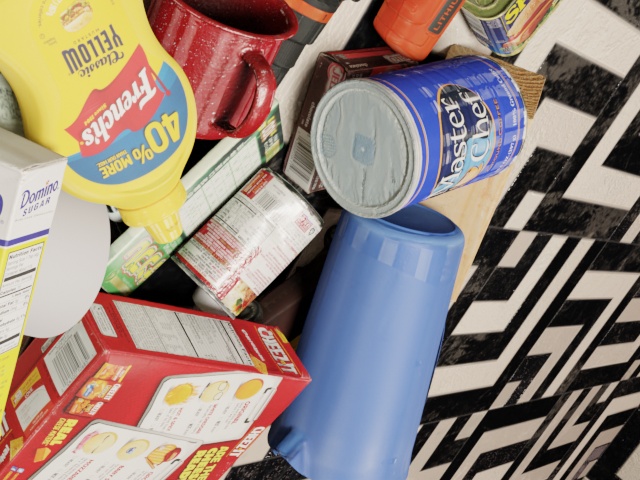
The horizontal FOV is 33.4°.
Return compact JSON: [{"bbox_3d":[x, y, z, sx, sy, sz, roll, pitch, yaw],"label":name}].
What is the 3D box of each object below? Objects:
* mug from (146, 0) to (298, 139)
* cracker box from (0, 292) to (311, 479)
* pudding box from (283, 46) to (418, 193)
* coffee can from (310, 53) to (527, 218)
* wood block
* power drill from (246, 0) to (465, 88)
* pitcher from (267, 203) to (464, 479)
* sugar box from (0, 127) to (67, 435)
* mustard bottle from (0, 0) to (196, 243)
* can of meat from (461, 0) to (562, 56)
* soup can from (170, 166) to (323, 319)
[{"bbox_3d":[-0.065,-0.109,0.655,0.093,0.117,0.082,-6,135,-43],"label":"mug"},{"bbox_3d":[-0.138,0.126,0.823,0.213,0.072,0.164,16,123,-48],"label":"cracker box"},{"bbox_3d":[0.024,-0.100,0.868,0.089,0.039,0.114,-16,137,-46],"label":"pudding box"},{"bbox_3d":[0.077,-0.083,0.815,0.140,0.103,0.103,-20,140,-43],"label":"coffee can"},{"bbox_3d":[0.122,-0.059,0.975,0.090,0.090,0.206,-63,172,-52],"label":"wood block"},{"bbox_3d":[0.030,-0.174,0.752,0.185,0.057,0.187,-55,157,23],"label":"power drill"},{"bbox_3d":[0.050,0.088,0.945,0.149,0.145,0.243,-88,-168,-72],"label":"pitcher"},{"bbox_3d":[-0.204,0.021,0.578,0.048,0.093,0.176,-33,143,-63],"label":"sugar box"},{"bbox_3d":[-0.121,-0.079,0.591,0.096,0.058,0.191,-36,124,-22],"label":"mustard bottle"},{"bbox_3d":[0.166,-0.217,0.909,0.102,0.057,0.083,-49,155,2],"label":"can of meat"},{"bbox_3d":[-0.055,0.001,0.820,0.102,0.069,0.068,-46,152,-6],"label":"soup can"}]
